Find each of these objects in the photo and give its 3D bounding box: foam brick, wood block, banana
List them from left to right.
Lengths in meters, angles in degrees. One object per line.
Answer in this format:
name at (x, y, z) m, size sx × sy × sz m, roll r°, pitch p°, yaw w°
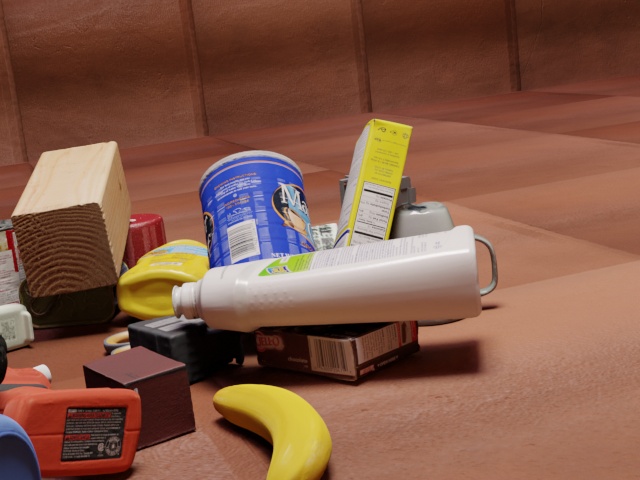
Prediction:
wood block at (-0.258, -0.028, 1.133) m, size 0.090 × 0.091 × 0.206 m, roll -10°, pitch 22°, yaw -2°
foam brick at (-0.137, 0.116, 0.800) m, size 0.052 × 0.051 × 0.078 m, roll -15°, pitch 14°, yaw -32°
banana at (-0.032, 0.129, 0.716) m, size 0.069 × 0.037 × 0.198 m, roll -7°, pitch 12°, yaw -9°

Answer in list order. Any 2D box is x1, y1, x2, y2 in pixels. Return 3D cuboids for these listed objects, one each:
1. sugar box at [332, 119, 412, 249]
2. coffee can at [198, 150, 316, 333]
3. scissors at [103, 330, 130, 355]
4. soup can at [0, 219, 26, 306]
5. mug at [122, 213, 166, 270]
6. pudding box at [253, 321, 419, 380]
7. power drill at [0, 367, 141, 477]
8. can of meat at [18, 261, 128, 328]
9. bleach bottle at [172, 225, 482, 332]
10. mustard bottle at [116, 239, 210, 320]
sugar box at (0.042, -0.018, 1.006) m, size 0.048 × 0.176 × 0.093 m, roll 12°, pitch -13°, yaw -5°
coffee can at (-0.057, 0.001, 1.000) m, size 0.102 × 0.103 × 0.140 m, roll -8°, pitch 54°, yaw -5°
scissors at (-0.120, 0.086, 1.027) m, size 0.201 × 0.016 × 0.096 m, roll -16°, pitch 15°, yaw -40°
soup can at (-0.360, 0.032, 1.201) m, size 0.068 × 0.102 × 0.068 m, roll -6°, pitch 12°, yaw 1°
mug at (-0.226, 0.017, 1.250) m, size 0.093 × 0.081 × 0.117 m, roll -1°, pitch 13°, yaw 24°
pudding box at (0.013, 0.084, 0.905) m, size 0.114 × 0.039 × 0.089 m, roll 5°, pitch 15°, yaw 41°
power drill at (-0.230, 0.117, 0.734) m, size 0.188 × 0.057 × 0.184 m, roll 6°, pitch 0°, yaw 41°
can of meat at (-0.263, 0.055, 1.155) m, size 0.102 × 0.057 × 0.084 m, roll -6°, pitch 10°, yaw 6°
bleach bottle at (0.004, 0.037, 0.882) m, size 0.251 × 0.068 × 0.102 m, roll -6°, pitch 10°, yaw 8°
mustard bottle at (-0.157, 0.037, 1.174) m, size 0.096 × 0.058 × 0.191 m, roll -3°, pitch 12°, yaw 3°
